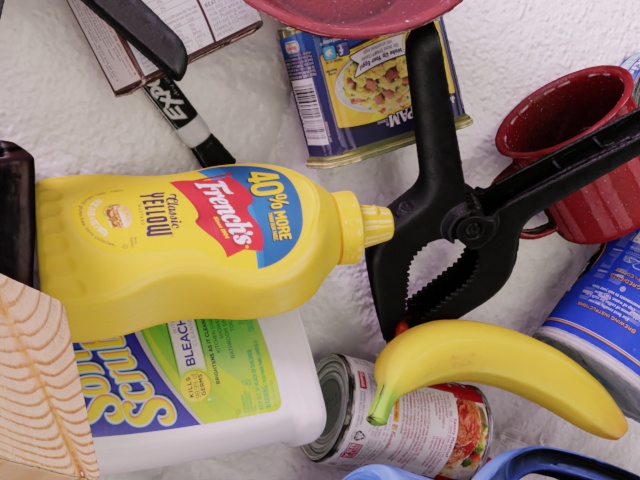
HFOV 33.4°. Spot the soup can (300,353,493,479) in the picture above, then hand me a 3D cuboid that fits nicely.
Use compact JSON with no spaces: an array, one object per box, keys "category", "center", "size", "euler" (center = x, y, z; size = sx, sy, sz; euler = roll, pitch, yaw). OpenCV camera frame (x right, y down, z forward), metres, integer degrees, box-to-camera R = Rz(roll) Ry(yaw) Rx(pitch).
[{"category":"soup can","center":[0.045,0.112,0.657],"size":[0.102,0.069,0.068],"euler":[16,90,-24]}]

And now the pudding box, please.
[{"category":"pudding box","center":[-0.092,-0.146,0.568],"size":[0.089,0.039,0.113],"euler":[-33,102,-32]}]

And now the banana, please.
[{"category":"banana","center":[0.106,0.084,0.651],"size":[0.197,0.037,0.069],"euler":[8,71,-28]}]

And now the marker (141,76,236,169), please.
[{"category":"marker","center":[-0.087,-0.082,0.603],"size":[0.020,0.020,0.121],"euler":[-42,110,-14]}]

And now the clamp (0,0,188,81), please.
[{"category":"clamp","center":[-0.149,-0.132,0.501],"size":[0.120,0.039,0.171],"euler":[-30,100,-21]}]

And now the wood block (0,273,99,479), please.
[{"category":"wood block","center":[-0.206,0.098,0.446],"size":[0.206,0.091,0.090],"euler":[-32,147,17]}]

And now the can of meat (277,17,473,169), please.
[{"category":"can of meat","center":[0.031,-0.096,0.632],"size":[0.102,0.058,0.084],"euler":[-19,102,-20]}]

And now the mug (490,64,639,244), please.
[{"category":"mug","center":[0.162,-0.045,0.680],"size":[0.117,0.093,0.081],"euler":[-37,114,-3]}]

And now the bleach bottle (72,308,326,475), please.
[{"category":"bleach bottle","center":[-0.129,0.088,0.574],"size":[0.250,0.068,0.102],"euler":[-11,75,-20]}]

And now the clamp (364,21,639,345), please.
[{"category":"clamp","center":[0.096,-0.018,0.624],"size":[0.164,0.036,0.210],"euler":[10,124,-16]}]

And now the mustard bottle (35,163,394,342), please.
[{"category":"mustard bottle","center":[-0.054,0.000,0.573],"size":[0.191,0.096,0.058],"euler":[-6,134,-13]}]
